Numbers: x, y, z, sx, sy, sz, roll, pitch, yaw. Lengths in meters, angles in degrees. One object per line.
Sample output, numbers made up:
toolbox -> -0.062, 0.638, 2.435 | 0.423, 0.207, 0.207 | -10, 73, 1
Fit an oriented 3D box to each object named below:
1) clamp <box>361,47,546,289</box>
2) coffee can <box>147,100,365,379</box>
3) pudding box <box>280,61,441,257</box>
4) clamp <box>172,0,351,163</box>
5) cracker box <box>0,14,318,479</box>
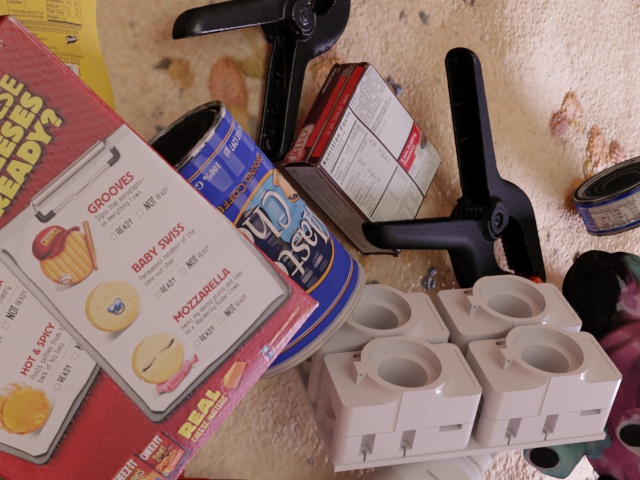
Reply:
clamp -> 0.118, -0.028, 0.788 | 0.209, 0.036, 0.164 | 39, 67, -43
coffee can -> -0.054, 0.001, 0.649 | 0.140, 0.103, 0.102 | 49, 60, -21
pudding box -> 0.031, -0.055, 0.745 | 0.113, 0.039, 0.090 | 45, 62, -38
clamp -> -0.031, -0.152, 0.719 | 0.120, 0.039, 0.171 | 49, 54, -43
cracker box -> -0.130, 0.023, 0.519 | 0.213, 0.072, 0.164 | 44, 80, -28
